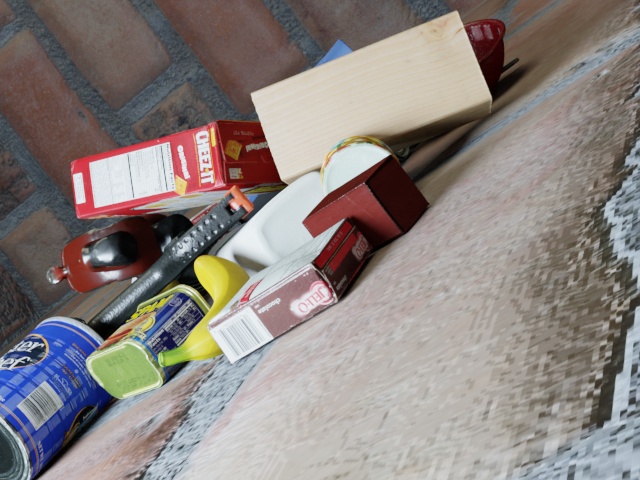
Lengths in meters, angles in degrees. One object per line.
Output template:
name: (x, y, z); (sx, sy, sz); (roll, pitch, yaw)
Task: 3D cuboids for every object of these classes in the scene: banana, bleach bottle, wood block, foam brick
banana: (-0.086, 0.052, 0.904); (0.069, 0.037, 0.197); (6, 20, 1)
bleach bottle: (-0.057, 0.001, 1.083); (0.102, 0.068, 0.251); (-40, 6, -20)
wood block: (0.050, -0.130, 1.019); (0.206, 0.091, 0.090); (-21, -6, 7)
foam brick: (0.035, -0.022, 0.848); (0.078, 0.051, 0.052); (-30, 11, 41)

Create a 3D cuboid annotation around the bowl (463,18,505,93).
bowl: (0.143, -0.178, 1.181); (0.162, 0.055, 0.162); (-29, 23, 13)

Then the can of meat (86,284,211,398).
can of meat: (-0.155, 0.095, 0.976); (0.102, 0.057, 0.083); (-24, 17, 46)

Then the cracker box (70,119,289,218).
cracker box: (-0.133, -0.075, 1.135); (0.214, 0.072, 0.163); (-10, -1, 36)

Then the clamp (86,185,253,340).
clamp: (-0.142, 0.020, 1.057); (0.210, 0.036, 0.164); (-40, 4, 41)

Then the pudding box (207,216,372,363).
pudding box: (-0.022, 0.037, 0.811); (0.114, 0.039, 0.090); (-30, 10, 30)

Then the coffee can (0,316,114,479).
coffee can: (-0.266, 0.149, 0.986); (0.103, 0.103, 0.140); (-31, 10, 37)
